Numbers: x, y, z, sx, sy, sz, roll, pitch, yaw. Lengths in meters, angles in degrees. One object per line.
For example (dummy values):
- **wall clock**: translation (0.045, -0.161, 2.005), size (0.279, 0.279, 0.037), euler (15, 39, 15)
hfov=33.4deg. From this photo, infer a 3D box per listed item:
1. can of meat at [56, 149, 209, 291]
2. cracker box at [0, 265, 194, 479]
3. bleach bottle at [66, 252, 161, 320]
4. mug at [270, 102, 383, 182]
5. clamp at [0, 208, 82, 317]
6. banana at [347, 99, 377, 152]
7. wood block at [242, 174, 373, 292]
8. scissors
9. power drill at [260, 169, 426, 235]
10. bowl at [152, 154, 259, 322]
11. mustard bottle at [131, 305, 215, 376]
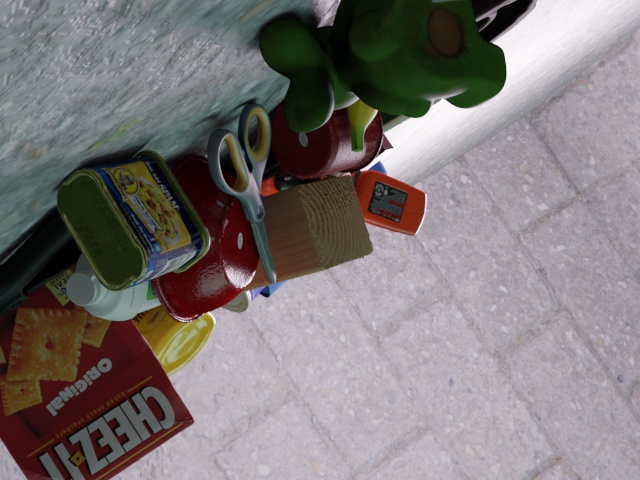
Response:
- **can of meat**: translation (-0.148, -0.016, 0.842), size (0.058, 0.102, 0.083), euler (-35, 174, 30)
- **cracker box**: translation (-0.248, 0.133, 1.039), size (0.164, 0.214, 0.072), euler (-32, 176, -16)
- **bleach bottle**: translation (-0.161, 0.011, 1.010), size (0.068, 0.102, 0.250), euler (4, -169, 18)
- **mug**: translation (-0.004, -0.100, 1.072), size (0.117, 0.093, 0.081), euler (-44, 166, 35)
- **clamp**: translation (-0.277, 0.040, 0.960), size (0.210, 0.036, 0.164), euler (-37, 176, 4)
- **banana**: translation (0.060, -0.164, 0.965), size (0.037, 0.070, 0.198), euler (-8, 150, -21)
- **wood block**: translation (-0.058, 0.002, 1.151), size (0.207, 0.090, 0.090), euler (-17, 180, 40)
- **scissors**: translation (-0.056, -0.048, 0.996), size (0.096, 0.016, 0.201), euler (-64, 152, -24)
- **power drill**: translation (0.032, -0.047, 1.241), size (0.184, 0.057, 0.188), euler (16, 176, -40)
- **bowl**: translation (-0.099, 0.000, 1.009), size (0.055, 0.162, 0.161), euler (3, -169, 21)
- **mustard bottle**: translation (-0.209, 0.081, 1.263), size (0.096, 0.058, 0.192), euler (-48, -137, -8)
